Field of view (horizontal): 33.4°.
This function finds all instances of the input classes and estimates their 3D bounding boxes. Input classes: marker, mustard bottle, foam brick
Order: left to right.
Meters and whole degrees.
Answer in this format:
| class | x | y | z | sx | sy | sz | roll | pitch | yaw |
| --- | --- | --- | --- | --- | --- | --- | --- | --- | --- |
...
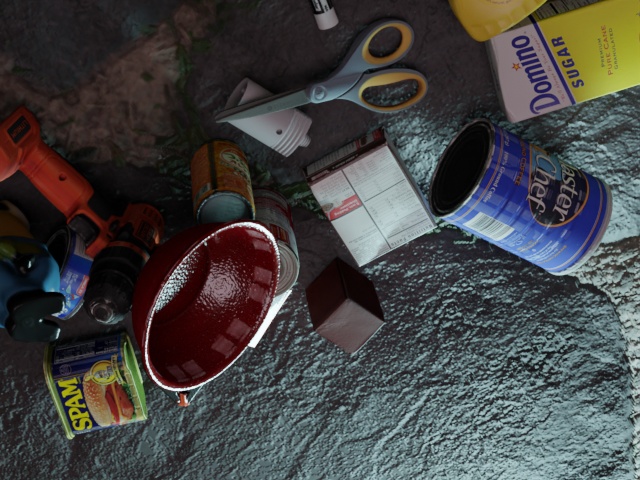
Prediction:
| class | x | y | z | sx | sy | sz | roll | pitch | yaw |
| --- | --- | --- | --- | --- | --- | --- | --- | --- | --- |
| marker | -0.013 | -0.239 | 0.917 | 0.020 | 0.020 | 0.121 | -20 | 121 | 6 |
| foam brick | 0.024 | 0.066 | 1.069 | 0.053 | 0.078 | 0.051 | 35 | 110 | -24 |
| mustard bottle | 0.118 | -0.267 | 0.892 | 0.096 | 0.058 | 0.191 | -35 | 118 | 13 |

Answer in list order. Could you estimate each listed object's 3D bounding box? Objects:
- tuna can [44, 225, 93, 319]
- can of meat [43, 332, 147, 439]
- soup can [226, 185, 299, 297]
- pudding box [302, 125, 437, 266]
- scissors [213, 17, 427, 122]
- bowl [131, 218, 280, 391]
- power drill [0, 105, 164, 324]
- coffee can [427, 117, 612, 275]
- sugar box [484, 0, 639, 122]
| class | x | y | z | sx | sy | sz | roll | pitch | yaw |
| --- | --- | --- | --- | --- | --- | --- | --- | --- | --- |
| tuna can | -0.243 | 0.029 | 1.011 | 0.033 | 0.086 | 0.086 | 25 | 115 | -30 |
| can of meat | -0.231 | 0.149 | 1.104 | 0.084 | 0.057 | 0.102 | -12 | 122 | -3 |
| soup can | -0.057 | 0.001 | 1.007 | 0.068 | 0.102 | 0.068 | -3 | 121 | -5 |
| pudding box | 0.048 | -0.041 | 1.031 | 0.090 | 0.039 | 0.113 | -28 | 122 | 10 |
| scissors | 0.006 | -0.152 | 0.949 | 0.201 | 0.016 | 0.096 | -3 | 114 | -21 |
| bowl | -0.107 | 0.045 | 0.907 | 0.161 | 0.055 | 0.162 | -36 | 141 | -36 |
| power drill | -0.224 | -0.023 | 0.939 | 0.057 | 0.184 | 0.187 | -41 | 107 | 18 |
| coffee can | 0.188 | -0.041 | 1.008 | 0.140 | 0.103 | 0.103 | 25 | 115 | -19 |
| sugar box | 0.242 | -0.177 | 0.967 | 0.176 | 0.048 | 0.093 | -19 | 121 | 4 |
